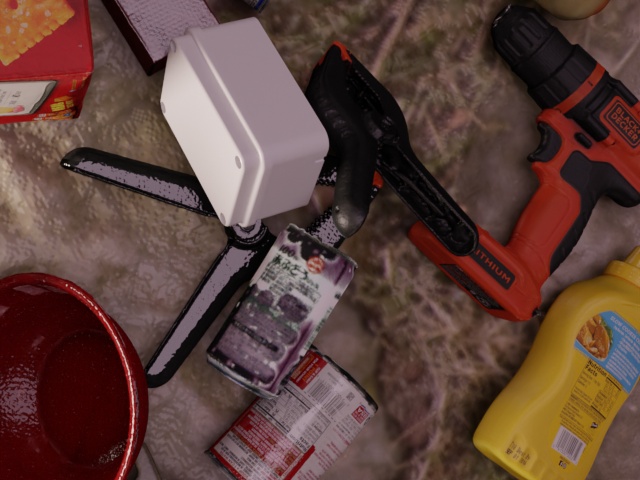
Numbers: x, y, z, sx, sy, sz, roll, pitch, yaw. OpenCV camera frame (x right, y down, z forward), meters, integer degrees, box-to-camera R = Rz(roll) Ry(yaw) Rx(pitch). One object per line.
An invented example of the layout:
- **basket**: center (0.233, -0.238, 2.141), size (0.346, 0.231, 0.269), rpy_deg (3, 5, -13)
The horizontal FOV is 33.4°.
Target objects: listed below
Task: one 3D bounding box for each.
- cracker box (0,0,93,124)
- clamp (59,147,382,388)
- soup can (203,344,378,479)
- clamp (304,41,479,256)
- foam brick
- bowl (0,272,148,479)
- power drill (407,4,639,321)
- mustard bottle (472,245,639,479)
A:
- **cracker box**: center (-0.243, -0.104, 0.606), size (0.213, 0.164, 0.072), rpy_deg (-6, 90, -15)
- **clamp**: center (-0.055, 0.001, 0.721), size (0.209, 0.036, 0.164), rpy_deg (-13, 93, -14)
- **soup can**: center (-0.019, 0.128, 0.714), size (0.068, 0.069, 0.102), rpy_deg (45, 79, -11)
- **clamp**: center (0.042, -0.059, 0.707), size (0.120, 0.039, 0.171), rpy_deg (22, 42, -39)
- **foam brick**: center (-0.110, -0.156, 0.699), size (0.053, 0.051, 0.078), rpy_deg (-32, 97, -12)
- **bowl**: center (-0.161, 0.100, 0.660), size (0.162, 0.055, 0.162), rpy_deg (-1, 88, 29)
- **power drill**: center (0.150, -0.051, 0.764), size (0.184, 0.057, 0.187), rpy_deg (43, 81, -8)
- **mustard bottle**: center (0.191, 0.088, 0.771), size (0.096, 0.058, 0.191), rpy_deg (38, 80, -32)
